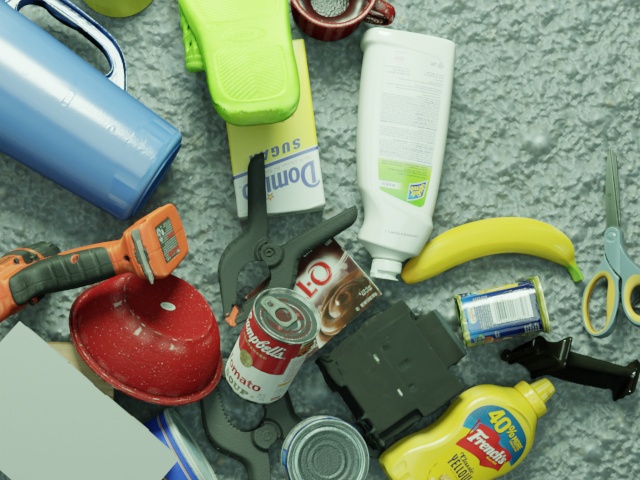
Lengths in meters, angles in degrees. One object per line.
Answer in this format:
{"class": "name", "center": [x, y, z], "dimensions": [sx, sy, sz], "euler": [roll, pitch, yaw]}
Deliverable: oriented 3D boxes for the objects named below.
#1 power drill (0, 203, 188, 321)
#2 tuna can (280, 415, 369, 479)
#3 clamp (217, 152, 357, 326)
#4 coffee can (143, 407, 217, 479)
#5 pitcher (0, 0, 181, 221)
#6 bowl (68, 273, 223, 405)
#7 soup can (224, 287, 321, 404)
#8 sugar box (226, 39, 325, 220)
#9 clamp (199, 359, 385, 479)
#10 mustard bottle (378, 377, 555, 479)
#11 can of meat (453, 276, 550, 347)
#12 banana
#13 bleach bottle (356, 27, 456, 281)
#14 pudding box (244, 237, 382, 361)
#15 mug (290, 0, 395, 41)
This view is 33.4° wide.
{"class": "power drill", "center": [-0.223, 0.020, 1.003], "dimensions": [0.188, 0.184, 0.057], "euler": [-17, 102, 9]}
{"class": "tuna can", "center": [0.005, 0.218, 1.060], "dimensions": [0.086, 0.034, 0.086], "euler": [1, 84, -11]}
{"class": "clamp", "center": [-0.057, 0.001, 1.064], "dimensions": [0.120, 0.039, 0.171], "euler": [38, 87, 2]}
{"class": "coffee can", "center": [-0.182, 0.243, 1.045], "dimensions": [0.140, 0.103, 0.103], "euler": [-31, 89, -5]}
{"class": "pitcher", "center": [-0.258, -0.135, 1.057], "dimensions": [0.243, 0.145, 0.149], "euler": [33, 114, -5]}
{"class": "bowl", "center": [-0.157, 0.080, 1.028], "dimensions": [0.162, 0.162, 0.055], "euler": [33, 121, -1]}
{"class": "soup can", "center": [-0.048, 0.104, 1.041], "dimensions": [0.068, 0.102, 0.068], "euler": [15, 42, -14]}
{"class": "sugar box", "center": [-0.051, -0.113, 1.105], "dimensions": [0.093, 0.048, 0.176], "euler": [-8, 85, -2]}
{"class": "clamp", "center": [-0.045, 0.196, 1.090], "dimensions": [0.164, 0.036, 0.210], "euler": [-34, 88, -12]}
{"class": "mustard bottle", "center": [0.160, 0.204, 1.090], "dimensions": [0.191, 0.058, 0.096], "euler": [-36, 108, -7]}
{"class": "can of meat", "center": [0.181, 0.072, 1.077], "dimensions": [0.084, 0.102, 0.057], "euler": [-12, 86, 5]}
{"class": "banana", "center": [0.182, 0.010, 1.117], "dimensions": [0.197, 0.037, 0.069], "euler": [0, 86, -4]}
{"class": "bleach bottle", "center": [0.076, -0.085, 1.101], "dimensions": [0.102, 0.068, 0.251], "euler": [9, 86, -4]}
{"class": "pudding box", "center": [-0.008, 0.057, 1.100], "dimensions": [0.113, 0.039, 0.090], "euler": [-41, 90, -5]}
{"class": "mug", "center": [0.022, -0.250, 1.100], "dimensions": [0.117, 0.081, 0.093], "euler": [19, 85, -2]}
